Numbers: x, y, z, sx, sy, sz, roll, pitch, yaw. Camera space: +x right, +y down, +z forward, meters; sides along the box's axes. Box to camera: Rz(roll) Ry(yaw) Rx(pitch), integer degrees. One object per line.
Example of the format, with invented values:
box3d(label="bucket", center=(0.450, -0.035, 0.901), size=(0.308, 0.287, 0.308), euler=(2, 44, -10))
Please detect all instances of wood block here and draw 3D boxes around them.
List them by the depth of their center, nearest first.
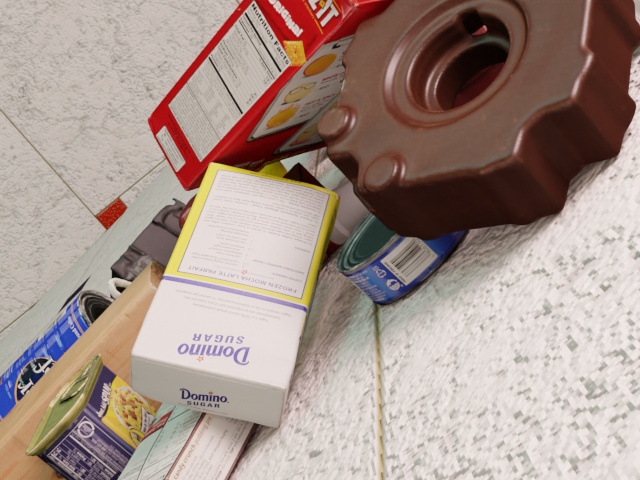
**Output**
box3d(label="wood block", center=(-0.169, 0.126, 0.839), size=(0.206, 0.090, 0.090), euler=(-46, 13, 3))

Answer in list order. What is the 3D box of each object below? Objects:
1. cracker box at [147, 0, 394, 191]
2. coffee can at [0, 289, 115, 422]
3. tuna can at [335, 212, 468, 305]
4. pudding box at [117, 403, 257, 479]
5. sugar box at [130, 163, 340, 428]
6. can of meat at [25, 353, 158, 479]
box3d(label="cracker box", center=(-0.002, -0.132, 0.741), size=(0.163, 0.072, 0.214), euler=(-22, -14, -45))
box3d(label="coffee can", center=(-0.236, 0.131, 1.015), size=(0.140, 0.102, 0.103), euler=(-45, 13, 10))
box3d(label="tuna can", center=(0.051, -0.003, 0.636), size=(0.086, 0.033, 0.086), euler=(-44, 13, 12))
box3d(label="pudding box", center=(-0.082, 0.130, 0.657), size=(0.090, 0.039, 0.113), euler=(-35, 19, 41))
box3d(label="sugar box", center=(-0.049, 0.029, 0.670), size=(0.048, 0.093, 0.176), euler=(99, -175, -46))
box3d(label="can of meat", center=(-0.148, 0.138, 0.743), size=(0.057, 0.084, 0.102), euler=(-45, 13, 10))
